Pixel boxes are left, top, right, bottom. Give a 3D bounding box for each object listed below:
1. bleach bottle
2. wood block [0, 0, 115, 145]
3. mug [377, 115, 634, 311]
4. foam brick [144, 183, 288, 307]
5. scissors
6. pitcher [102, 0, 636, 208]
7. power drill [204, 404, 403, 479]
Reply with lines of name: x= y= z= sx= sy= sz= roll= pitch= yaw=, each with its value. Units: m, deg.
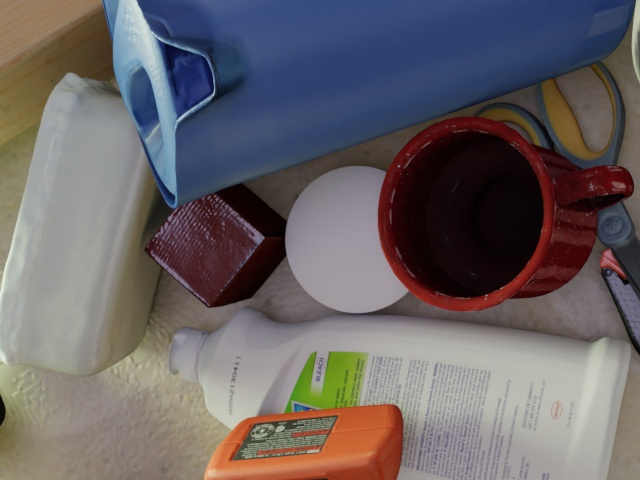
bleach bottle: x=0.035 y=0.080 z=0.592 sx=0.251 sy=0.068 sz=0.102 roll=11 pitch=94 yaw=16
wood block: x=-0.208 y=-0.103 z=0.598 sx=0.206 sy=0.090 sz=0.091 roll=-37 pitch=80 yaw=-17
mug: x=0.098 y=-0.015 z=0.531 sx=0.117 sy=0.081 sz=0.093 roll=-20 pitch=77 yaw=31
foam brick: x=-0.054 y=0.001 z=0.607 sx=0.051 sy=0.078 sz=0.053 roll=41 pitch=99 yaw=10
scissors: x=0.135 y=-0.008 z=0.567 sx=0.096 sy=0.016 sz=0.202 roll=-16 pitch=71 yaw=23
pitcher: x=0.017 y=-0.113 z=0.519 sx=0.242 sy=0.145 sz=0.149 roll=-16 pitch=62 yaw=-14
power drill: x=0.028 y=0.180 z=0.563 sx=0.185 sy=0.057 sz=0.187 roll=-9 pitch=109 yaw=20
